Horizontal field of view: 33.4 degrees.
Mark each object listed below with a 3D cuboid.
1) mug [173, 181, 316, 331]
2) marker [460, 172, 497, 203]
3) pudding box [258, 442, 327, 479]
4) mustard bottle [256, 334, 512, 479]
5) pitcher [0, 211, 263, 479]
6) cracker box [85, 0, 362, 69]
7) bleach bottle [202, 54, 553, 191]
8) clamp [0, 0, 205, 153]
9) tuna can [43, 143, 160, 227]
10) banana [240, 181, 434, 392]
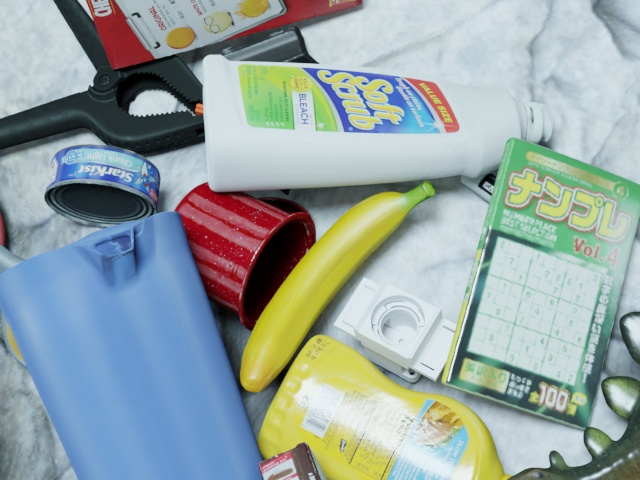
[{"bbox_3d":[-0.055,0.001,0.787,0.082,0.093,0.117,26,46,24],"label":"mug"},{"bbox_3d":[0.154,-0.016,0.779,0.121,0.020,0.020,40,82,22],"label":"marker"},{"bbox_3d":[0.006,0.196,0.664,0.039,0.113,0.090,-25,28,-2],"label":"pudding box"},{"bbox_3d":[0.059,0.145,0.717,0.192,0.058,0.096,25,80,19],"label":"mustard bottle"},{"bbox_3d":[-0.115,0.113,0.711,0.145,0.149,0.243,-23,86,20],"label":"pitcher"},{"bbox_3d":[-0.081,-0.234,0.816,0.213,0.164,0.072,-15,56,-3],"label":"cracker box"},{"bbox_3d":[0.042,-0.088,0.778,0.250,0.068,0.102,-3,52,-7],"label":"bleach bottle"},{"bbox_3d":[-0.174,-0.133,0.883,0.210,0.036,0.164,10,69,15],"label":"clamp"},{"bbox_3d":[-0.166,-0.041,0.820,0.086,0.086,0.034,0,68,12],"label":"tuna can"},{"bbox_3d":[0.001,0.027,0.754,0.037,0.070,0.197,43,71,-6],"label":"banana"}]
